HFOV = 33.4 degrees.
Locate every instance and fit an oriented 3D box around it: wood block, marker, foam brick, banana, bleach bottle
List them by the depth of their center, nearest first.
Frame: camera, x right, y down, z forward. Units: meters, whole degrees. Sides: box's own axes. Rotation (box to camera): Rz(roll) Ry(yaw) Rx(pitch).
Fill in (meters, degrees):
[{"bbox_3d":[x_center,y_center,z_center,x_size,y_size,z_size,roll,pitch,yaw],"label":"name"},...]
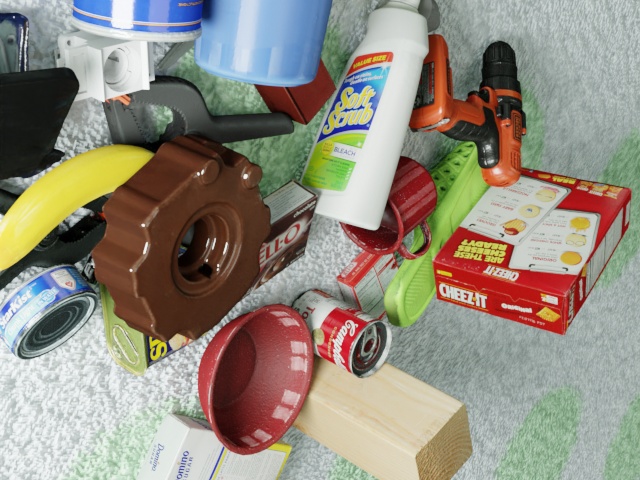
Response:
[{"bbox_3d":[-0.189,-0.037,0.867,0.197,0.037,0.069,-25,110,-45],"label":"banana"},{"bbox_3d":[-0.199,0.020,0.951,0.020,0.020,0.121,31,85,-52],"label":"marker"},{"bbox_3d":[-0.030,-0.159,1.027,0.051,0.053,0.078,-52,141,-17],"label":"foam brick"},{"bbox_3d":[0.049,-0.143,1.108,0.068,0.103,0.251,17,90,-46],"label":"bleach bottle"},{"bbox_3d":[0.058,0.194,1.194,0.090,0.206,0.091,-41,136,-29],"label":"wood block"}]

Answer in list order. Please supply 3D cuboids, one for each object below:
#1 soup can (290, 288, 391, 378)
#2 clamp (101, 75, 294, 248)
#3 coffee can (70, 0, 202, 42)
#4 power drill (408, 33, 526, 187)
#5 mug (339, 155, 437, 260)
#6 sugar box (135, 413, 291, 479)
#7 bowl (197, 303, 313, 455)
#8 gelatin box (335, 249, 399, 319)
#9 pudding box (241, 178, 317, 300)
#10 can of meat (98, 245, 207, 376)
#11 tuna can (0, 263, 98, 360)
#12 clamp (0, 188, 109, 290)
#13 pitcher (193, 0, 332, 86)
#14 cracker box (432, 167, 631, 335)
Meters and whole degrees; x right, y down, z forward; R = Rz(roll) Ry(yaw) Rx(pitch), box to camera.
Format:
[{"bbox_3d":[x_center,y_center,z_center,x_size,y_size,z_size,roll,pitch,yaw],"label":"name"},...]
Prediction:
[{"bbox_3d":[0.019,0.102,1.184,0.068,0.102,0.068,-26,128,-39],"label":"soup can"},{"bbox_3d":[-0.128,-0.078,0.969,0.209,0.036,0.164,27,95,-49],"label":"clamp"},{"bbox_3d":[-0.137,-0.232,0.821,0.102,0.103,0.140,-14,120,-45],"label":"coffee can"},{"bbox_3d":[0.171,-0.169,1.226,0.187,0.057,0.184,18,65,-44],"label":"power drill"},{"bbox_3d":[0.083,-0.033,1.187,0.081,0.093,0.117,-37,92,-38],"label":"mug"},{"bbox_3d":[-0.114,0.245,1.151,0.176,0.048,0.093,25,89,-48],"label":"sugar box"},{"bbox_3d":[-0.078,0.139,1.118,0.161,0.055,0.162,-19,115,-47],"label":"bowl"},{"bbox_3d":[0.060,0.052,1.266,0.073,0.030,0.089,-46,138,-22],"label":"gelatin box"},{"bbox_3d":[-0.057,0.001,1.068,0.113,0.039,0.090,-38,155,-37],"label":"pudding box"},{"bbox_3d":[-0.154,0.062,0.998,0.083,0.058,0.102,-29,129,-41],"label":"can of meat"},{"bbox_3d":[-0.229,0.060,0.894,0.086,0.034,0.086,-39,164,-13],"label":"tuna can"},{"bbox_3d":[-0.238,-0.017,0.871,0.171,0.039,0.120,-30,135,-41],"label":"clamp"},{"bbox_3d":[-0.032,-0.259,0.901,0.149,0.145,0.243,6,107,-11],"label":"pitcher"},{"bbox_3d":[0.254,0.005,1.267,0.213,0.164,0.072,-48,141,-39],"label":"cracker box"}]
